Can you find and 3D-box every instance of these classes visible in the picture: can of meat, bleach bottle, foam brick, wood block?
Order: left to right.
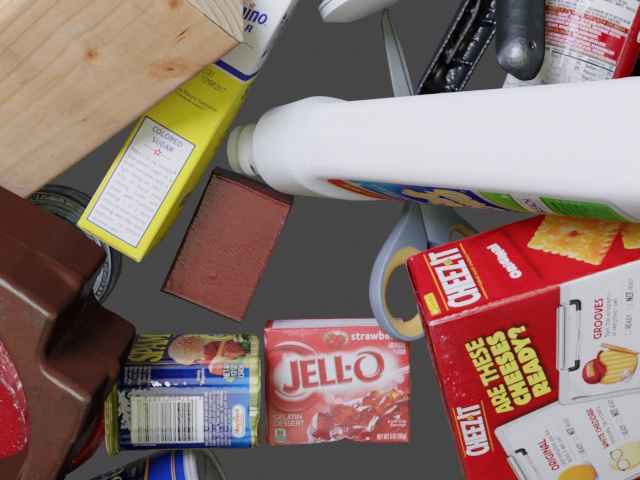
[{"bbox_3d":[-0.144,-0.100,0.543,0.206,0.091,0.090,-30,135,29],"label":"wood block"},{"bbox_3d":[-0.076,0.086,0.618,0.084,0.102,0.057,0,97,-3],"label":"can of meat"},{"bbox_3d":[-0.054,0.001,0.630,0.051,0.053,0.078,24,96,-4],"label":"foam brick"},{"bbox_3d":[0.065,-0.046,0.567,0.251,0.102,0.068,3,85,31],"label":"bleach bottle"}]

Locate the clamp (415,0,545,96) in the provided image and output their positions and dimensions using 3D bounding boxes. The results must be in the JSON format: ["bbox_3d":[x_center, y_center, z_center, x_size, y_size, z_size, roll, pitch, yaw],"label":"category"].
[{"bbox_3d":[0.102,-0.148,0.600,0.039,0.120,0.171,26,70,-21],"label":"clamp"}]

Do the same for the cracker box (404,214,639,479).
[{"bbox_3d":[0.170,0.056,0.606,0.213,0.072,0.164,-17,124,2],"label":"cracker box"}]

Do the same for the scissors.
[{"bbox_3d":[0.047,-0.028,0.632,0.096,0.016,0.202,-30,98,-25],"label":"scissors"}]

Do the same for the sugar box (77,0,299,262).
[{"bbox_3d":[-0.068,-0.077,0.600,0.048,0.093,0.176,33,96,-6],"label":"sugar box"}]

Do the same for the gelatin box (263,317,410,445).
[{"bbox_3d":[0.010,0.086,0.653,0.089,0.030,0.073,-1,96,-2],"label":"gelatin box"}]
